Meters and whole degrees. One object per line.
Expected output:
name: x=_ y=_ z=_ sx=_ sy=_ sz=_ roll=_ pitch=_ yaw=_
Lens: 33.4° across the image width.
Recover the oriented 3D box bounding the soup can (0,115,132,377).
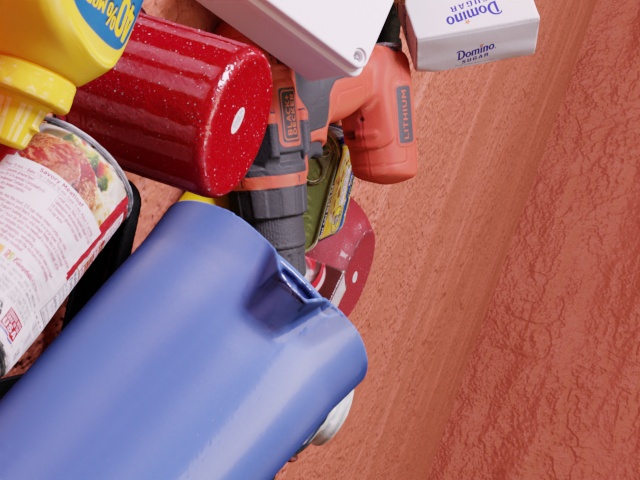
soup can: x=-0.137 y=0.003 z=0.467 sx=0.068 sy=0.068 sz=0.102 roll=89 pitch=26 yaw=-50

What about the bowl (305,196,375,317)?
bowl: x=0.010 y=0.025 z=1.005 sx=0.162 sy=0.055 sz=0.162 roll=19 pitch=90 yaw=-74

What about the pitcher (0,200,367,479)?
pitcher: x=-0.101 y=0.109 z=0.512 sx=0.242 sy=0.145 sz=0.149 roll=-48 pitch=142 yaw=-25

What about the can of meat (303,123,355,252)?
can of meat: x=-0.008 y=-0.046 z=0.864 sx=0.083 sy=0.057 sz=0.102 roll=-25 pitch=132 yaw=-70

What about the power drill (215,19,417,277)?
power drill: x=0.001 y=-0.064 z=0.735 sx=0.187 sy=0.057 sz=0.184 roll=-18 pitch=106 yaw=-57

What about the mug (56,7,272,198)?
mug: x=-0.074 y=-0.071 z=0.568 sx=0.117 sy=0.081 sz=0.093 roll=0 pitch=108 yaw=-73

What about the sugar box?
sugar box: x=0.098 y=-0.209 z=0.816 sx=0.048 sy=0.093 sz=0.176 roll=83 pitch=-3 yaw=-59

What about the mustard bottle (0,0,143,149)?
mustard bottle: x=-0.101 y=-0.131 z=0.455 sx=0.096 sy=0.058 sz=0.191 roll=41 pitch=69 yaw=-78

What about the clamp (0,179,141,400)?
clamp: x=-0.145 y=0.081 z=0.584 sx=0.164 sy=0.036 sz=0.210 roll=-49 pitch=158 yaw=-31
